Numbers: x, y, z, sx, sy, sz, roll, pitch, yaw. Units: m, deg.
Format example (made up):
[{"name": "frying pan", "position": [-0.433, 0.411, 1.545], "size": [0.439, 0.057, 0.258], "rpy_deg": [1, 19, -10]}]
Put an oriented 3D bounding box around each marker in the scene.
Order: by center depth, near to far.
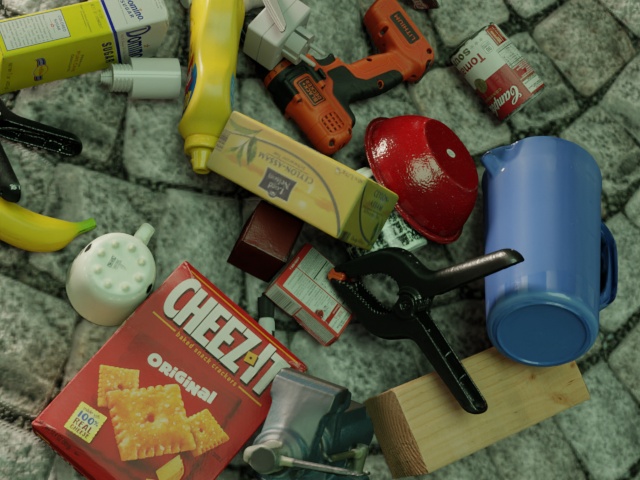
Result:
[{"name": "marker", "position": [-0.056, 0.112, 1.100], "size": [0.020, 0.020, 0.121], "rpy_deg": [5, 72, -18]}]

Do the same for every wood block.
[{"name": "wood block", "position": [0.163, 0.167, 1.118], "size": [0.205, 0.091, 0.090], "rpy_deg": [-19, 81, -23]}]

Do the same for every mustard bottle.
[{"name": "mustard bottle", "position": [-0.116, -0.161, 1.120], "size": [0.058, 0.096, 0.191], "rpy_deg": [7, 72, -12]}]

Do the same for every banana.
[{"name": "banana", "position": [-0.322, -0.043, 1.051], "size": [0.197, 0.037, 0.069], "rpy_deg": [34, 42, -9]}]

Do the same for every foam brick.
[{"name": "foam brick", "position": [-0.057, 0.001, 1.101], "size": [0.051, 0.078, 0.053], "rpy_deg": [26, 67, -7]}]

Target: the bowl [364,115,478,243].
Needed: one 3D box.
[{"name": "bowl", "position": [0.121, -0.079, 1.156], "size": [0.162, 0.055, 0.162], "rpy_deg": [34, 37, -31]}]

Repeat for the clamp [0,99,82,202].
[{"name": "clamp", "position": [-0.330, -0.107, 1.047], "size": [0.171, 0.039, 0.120], "rpy_deg": [30, 33, -5]}]

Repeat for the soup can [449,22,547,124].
[{"name": "soup can", "position": [0.209, -0.198, 1.257], "size": [0.068, 0.069, 0.102], "rpy_deg": [-38, 88, -25]}]

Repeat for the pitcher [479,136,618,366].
[{"name": "pitcher", "position": [0.241, 0.017, 1.121], "size": [0.149, 0.145, 0.242], "rpy_deg": [-1, 42, 12]}]

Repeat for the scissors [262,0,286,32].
[{"name": "scissors", "position": [-0.055, -0.304, 1.148], "size": [0.096, 0.016, 0.202], "rpy_deg": [-30, 61, -16]}]

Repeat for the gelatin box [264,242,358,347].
[{"name": "gelatin box", "position": [-0.004, 0.057, 1.119], "size": [0.089, 0.030, 0.073], "rpy_deg": [41, 48, -4]}]

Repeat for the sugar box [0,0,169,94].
[{"name": "sugar box", "position": [-0.247, -0.204, 1.091], "size": [0.176, 0.093, 0.048], "rpy_deg": [-16, 80, -22]}]

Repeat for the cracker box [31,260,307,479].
[{"name": "cracker box", "position": [-0.142, 0.152, 1.020], "size": [0.164, 0.072, 0.213], "rpy_deg": [41, 70, 1]}]

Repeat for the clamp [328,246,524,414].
[{"name": "clamp", "position": [0.096, 0.073, 1.059], "size": [0.036, 0.210, 0.164], "rpy_deg": [-4, 103, -53]}]

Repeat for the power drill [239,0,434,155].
[{"name": "power drill", "position": [0.020, -0.207, 1.204], "size": [0.187, 0.057, 0.184], "rpy_deg": [-33, 83, -23]}]
